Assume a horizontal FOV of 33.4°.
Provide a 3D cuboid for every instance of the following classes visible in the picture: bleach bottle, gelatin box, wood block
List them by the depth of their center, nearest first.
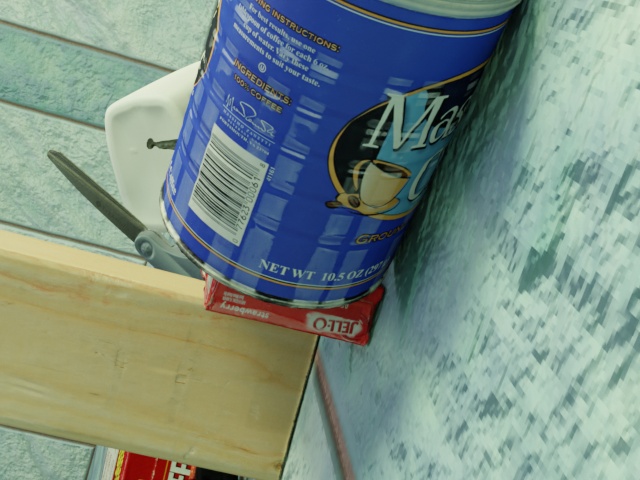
[{"bbox_3d":[-0.017,0.016,0.491,0.089,0.073,0.030,-121,46,-74],"label":"gelatin box"},{"bbox_3d":[-0.117,0.058,0.582,0.091,0.206,0.090,-159,84,-79],"label":"wood block"},{"bbox_3d":[-0.079,-0.092,0.842,0.250,0.068,0.102,-47,-53,-65],"label":"bleach bottle"}]

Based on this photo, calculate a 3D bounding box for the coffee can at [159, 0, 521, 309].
[{"bbox_3d":[0.004,-0.058,0.409,0.103,0.102,0.140,-89,17,-51],"label":"coffee can"}]

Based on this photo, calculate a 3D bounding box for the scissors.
[{"bbox_3d":[-0.093,0.000,0.684,0.096,0.202,0.016,-37,0,39],"label":"scissors"}]
